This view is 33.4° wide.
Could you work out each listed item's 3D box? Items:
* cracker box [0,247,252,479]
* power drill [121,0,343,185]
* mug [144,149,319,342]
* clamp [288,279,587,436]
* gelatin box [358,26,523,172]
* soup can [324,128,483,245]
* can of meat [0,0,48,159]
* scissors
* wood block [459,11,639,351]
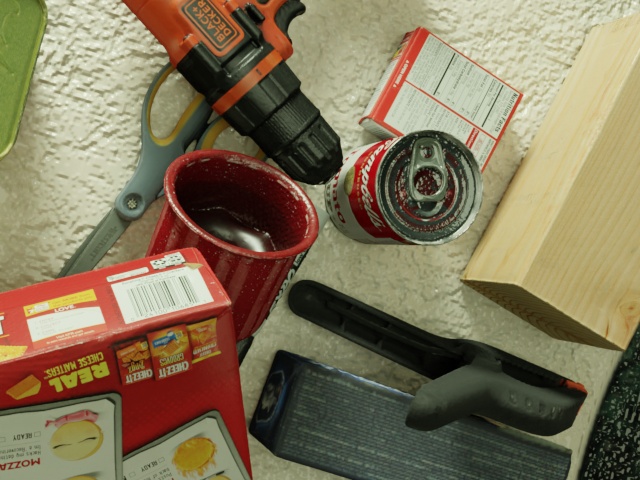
[{"bbox_3d":[-0.124,0.122,0.582,0.164,0.072,0.214,-15,125,-16],"label":"cracker box"},{"bbox_3d":[-0.009,-0.152,0.660,0.184,0.057,0.187,47,71,-11],"label":"power drill"},{"bbox_3d":[-0.054,0.001,0.637,0.093,0.117,0.082,30,126,4],"label":"mug"},{"bbox_3d":[0.094,0.089,0.665,0.209,0.165,0.036,20,102,-26],"label":"clamp"},{"bbox_3d":[0.081,-0.087,0.713,0.089,0.030,0.073,31,80,-15],"label":"gelatin box"},{"bbox_3d":[0.049,-0.031,0.664,0.068,0.102,0.068,0,90,-18],"label":"soup can"},{"bbox_3d":[-0.193,-0.091,0.599,0.057,0.084,0.102,15,85,-17],"label":"can of meat"},{"bbox_3d":[-0.097,-0.021,0.664,0.096,0.016,0.202,25,83,-16],"label":"scissors"},{"bbox_3d":[0.192,-0.040,0.716,0.090,0.090,0.206,31,82,-15],"label":"wood block"}]
